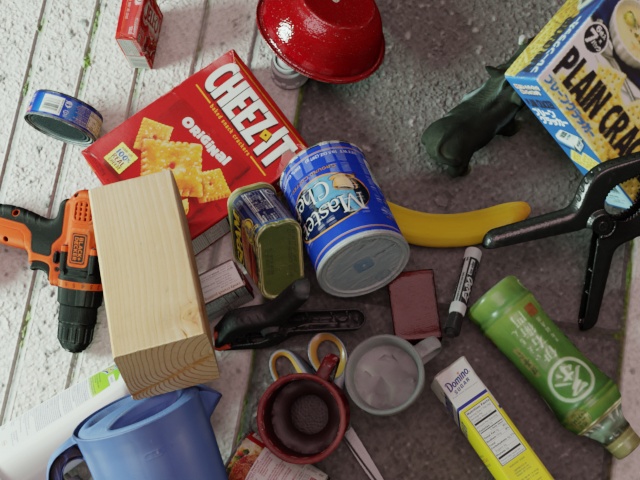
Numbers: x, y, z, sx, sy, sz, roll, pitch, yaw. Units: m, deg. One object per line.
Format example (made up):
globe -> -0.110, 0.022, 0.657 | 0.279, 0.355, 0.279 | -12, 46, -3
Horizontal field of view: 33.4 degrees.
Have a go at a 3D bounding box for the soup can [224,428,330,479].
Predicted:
soup can -> -0.048, 0.255, 1.132 | 0.102, 0.068, 0.068 | 29, 79, 9

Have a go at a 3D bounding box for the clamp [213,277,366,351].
clamp -> -0.039, 0.090, 1.160 | 0.172, 0.120, 0.039 | -22, 51, 38

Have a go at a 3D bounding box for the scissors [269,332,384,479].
scissors -> 0.031, 0.181, 1.172 | 0.202, 0.016, 0.096 | 41, 82, 12

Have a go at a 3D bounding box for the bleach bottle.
bleach bottle -> -0.239, 0.183, 1.146 | 0.250, 0.103, 0.068 | -32, 115, -6

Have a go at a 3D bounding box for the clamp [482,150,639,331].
clamp -> 0.300, -0.011, 1.141 | 0.210, 0.036, 0.164 | -41, 108, 10

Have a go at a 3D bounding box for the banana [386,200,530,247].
banana -> 0.136, -0.025, 1.206 | 0.198, 0.037, 0.069 | 9, 77, 5

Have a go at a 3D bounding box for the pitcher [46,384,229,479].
pitcher -> -0.155, 0.275, 1.069 | 0.149, 0.144, 0.243 | -13, 101, 31

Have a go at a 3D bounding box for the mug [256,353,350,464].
mug -> -0.009, 0.174, 1.124 | 0.093, 0.081, 0.117 | 21, 89, 11

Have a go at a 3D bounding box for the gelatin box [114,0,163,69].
gelatin box -> -0.212, -0.253, 1.257 | 0.030, 0.089, 0.073 | 8, 76, 5

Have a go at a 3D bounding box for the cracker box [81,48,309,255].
cracker box -> -0.137, -0.092, 1.221 | 0.213, 0.072, 0.164 | -36, 77, -6

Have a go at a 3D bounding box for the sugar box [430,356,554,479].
sugar box -> 0.183, 0.209, 1.117 | 0.048, 0.093, 0.176 | -37, 76, -6

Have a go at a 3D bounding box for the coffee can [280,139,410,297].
coffee can -> 0.025, -0.024, 1.156 | 0.103, 0.103, 0.140 | -21, 54, -2

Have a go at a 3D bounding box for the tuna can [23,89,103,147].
tuna can -> -0.297, -0.141, 1.236 | 0.086, 0.086, 0.033 | 16, 76, 7

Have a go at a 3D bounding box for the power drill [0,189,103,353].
power drill -> -0.331, 0.026, 1.204 | 0.188, 0.057, 0.184 | 8, 90, 7

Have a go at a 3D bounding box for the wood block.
wood block -> -0.168, 0.041, 1.070 | 0.090, 0.090, 0.206 | -14, 54, -4

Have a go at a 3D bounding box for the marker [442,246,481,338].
marker -> 0.156, 0.057, 1.169 | 0.020, 0.020, 0.121 | 16, 52, 7

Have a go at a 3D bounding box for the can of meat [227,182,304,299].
can of meat -> -0.058, 0.002, 1.162 | 0.057, 0.102, 0.084 | -16, 36, -18

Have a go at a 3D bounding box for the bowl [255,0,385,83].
bowl -> 0.010, -0.260, 1.227 | 0.162, 0.055, 0.162 | 11, 55, -16

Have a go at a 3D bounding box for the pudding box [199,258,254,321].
pudding box -> -0.132, 0.066, 1.172 | 0.113, 0.090, 0.039 | -28, 77, -3

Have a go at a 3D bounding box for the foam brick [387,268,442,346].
foam brick -> 0.103, 0.076, 1.175 | 0.051, 0.053, 0.078 | -7, 75, 1
